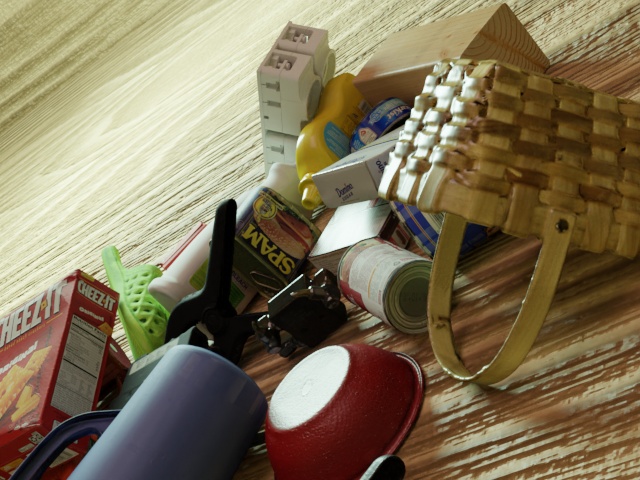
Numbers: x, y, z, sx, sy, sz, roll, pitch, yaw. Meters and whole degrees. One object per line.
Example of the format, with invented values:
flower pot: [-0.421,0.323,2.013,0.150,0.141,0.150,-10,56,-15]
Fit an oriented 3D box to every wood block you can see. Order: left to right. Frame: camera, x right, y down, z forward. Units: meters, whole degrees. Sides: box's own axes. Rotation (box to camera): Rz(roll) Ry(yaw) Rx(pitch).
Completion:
wood block: [0.141,-0.188,1.196,0.090,0.090,0.206,-52,24,-20]

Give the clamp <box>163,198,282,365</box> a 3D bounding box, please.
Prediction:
clamp: [-0.107,0.070,1.125,0.210,0.164,0.036,-41,-16,25]

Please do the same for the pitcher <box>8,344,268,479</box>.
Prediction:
pitcher: [-0.157,0.208,0.916,0.145,0.149,0.242,-9,41,52]

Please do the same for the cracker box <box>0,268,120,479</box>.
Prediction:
cracker box: [-0.315,0.156,1.177,0.164,0.072,0.213,-29,39,30]

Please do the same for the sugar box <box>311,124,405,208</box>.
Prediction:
sugar box: [0.085,-0.090,1.103,0.176,0.048,0.094,-34,13,-33]

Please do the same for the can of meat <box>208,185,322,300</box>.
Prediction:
can of meat: [-0.058,0.002,1.180,0.083,0.102,0.058,-55,13,-31]

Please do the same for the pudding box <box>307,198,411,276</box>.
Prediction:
pudding box: [0.049,-0.011,1.107,0.114,0.039,0.090,-19,32,48]

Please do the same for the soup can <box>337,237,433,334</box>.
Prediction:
soup can: [0.066,0.039,0.953,0.068,0.068,0.102,-46,23,-7]

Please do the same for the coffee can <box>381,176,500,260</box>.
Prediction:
coffee can: [0.140,-0.057,0.952,0.140,0.102,0.103,-36,23,17]

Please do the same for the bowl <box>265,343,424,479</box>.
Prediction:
bowl: [0.007,0.140,0.892,0.162,0.055,0.162,-36,23,18]

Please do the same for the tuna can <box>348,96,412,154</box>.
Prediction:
tuna can: [0.072,-0.118,1.198,0.086,0.034,0.086,-39,-22,-19]

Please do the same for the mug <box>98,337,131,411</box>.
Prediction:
mug: [-0.278,0.163,1.297,0.081,0.093,0.117,-39,53,-1]

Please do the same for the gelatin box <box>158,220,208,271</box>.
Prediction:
gelatin box: [-0.136,0.032,1.271,0.073,0.089,0.030,-47,23,-8]

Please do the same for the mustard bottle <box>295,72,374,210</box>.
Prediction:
mustard bottle: [0.019,-0.105,1.246,0.058,0.096,0.191,-17,34,38]

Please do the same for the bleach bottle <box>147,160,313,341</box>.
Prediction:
bleach bottle: [-0.085,-0.009,1.239,0.250,0.102,0.068,-54,24,-21]
